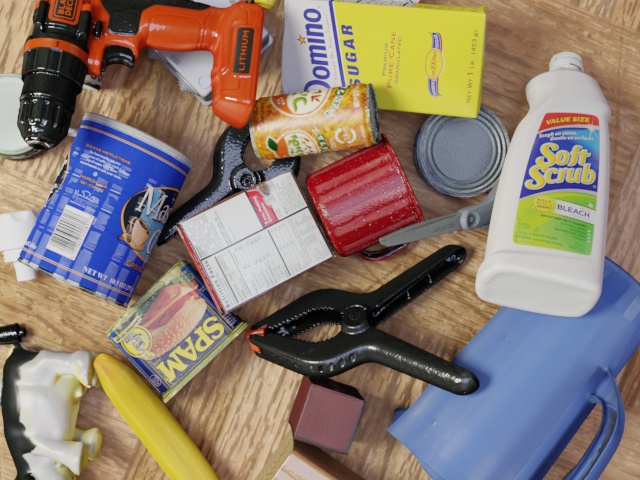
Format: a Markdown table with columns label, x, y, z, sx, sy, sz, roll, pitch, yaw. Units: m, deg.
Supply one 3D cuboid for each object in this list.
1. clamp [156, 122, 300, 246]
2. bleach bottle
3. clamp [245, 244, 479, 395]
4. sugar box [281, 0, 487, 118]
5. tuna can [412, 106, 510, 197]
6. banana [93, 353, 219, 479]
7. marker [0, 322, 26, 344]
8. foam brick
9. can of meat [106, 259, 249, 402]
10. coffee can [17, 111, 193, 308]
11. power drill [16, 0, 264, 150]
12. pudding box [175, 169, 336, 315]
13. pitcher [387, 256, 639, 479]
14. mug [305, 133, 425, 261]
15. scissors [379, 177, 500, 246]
| label | x | y | z | sx | sy | sz | roll | pitch | yaw |
| --- | --- | --- | --- | --- | --- | --- | --- | --- | --- |
| clamp | -0.059 | -0.043 | 0.966 | 0.120 | 0.039 | 0.171 | 31 | 89 | -7 |
| bleach bottle | 0.197 | -0.061 | 0.922 | 0.102 | 0.068 | 0.250 | 11 | 59 | 0 |
| clamp | 0.040 | 0.070 | 0.952 | 0.210 | 0.164 | 0.036 | -3 | 134 | 15 |
| sugar box | 0.055 | -0.163 | 0.935 | 0.176 | 0.048 | 0.093 | 5 | 109 | 10 |
| tuna can | 0.128 | -0.082 | 0.977 | 0.086 | 0.034 | 0.086 | 0 | 91 | -3 |
| banana | -0.135 | 0.180 | 0.953 | 0.037 | 0.070 | 0.198 | -37 | 89 | -17 |
| marker | -0.327 | 0.092 | 0.966 | 0.121 | 0.020 | 0.020 | -9 | 92 | -2 |
| foam brick | 0.005 | 0.153 | 0.955 | 0.053 | 0.078 | 0.051 | 18 | 90 | -5 |
| can of meat | -0.129 | 0.079 | 0.957 | 0.102 | 0.057 | 0.084 | -43 | 90 | -2 |
| coffee can | -0.185 | -0.026 | 0.922 | 0.103 | 0.103 | 0.140 | 24 | 85 | -3 |
| power drill | -0.145 | -0.147 | 0.870 | 0.187 | 0.057 | 0.184 | 11 | 72 | -14 |
| pudding box | -0.056 | 0.001 | 0.926 | 0.113 | 0.039 | 0.090 | -27 | 92 | -10 |
| pitcher | 0.189 | 0.128 | 0.934 | 0.149 | 0.145 | 0.243 | 41 | 86 | 0 |
| mug | 0.042 | -0.028 | 0.955 | 0.081 | 0.093 | 0.117 | -25 | 129 | 2 |
| scissors | 0.141 | -0.005 | 0.947 | 0.201 | 0.016 | 0.096 | -31 | 114 | -26 |
